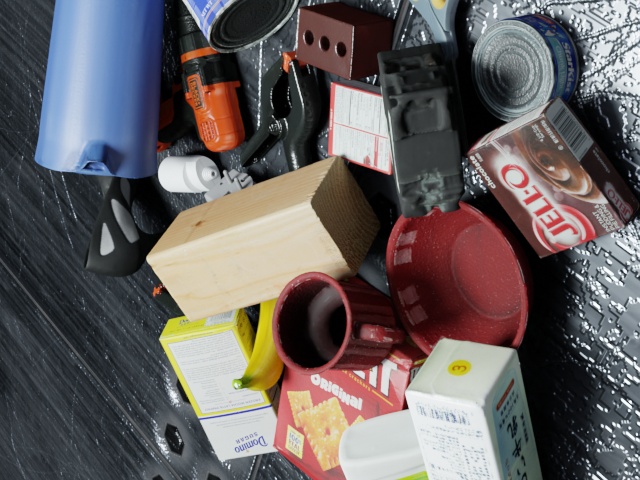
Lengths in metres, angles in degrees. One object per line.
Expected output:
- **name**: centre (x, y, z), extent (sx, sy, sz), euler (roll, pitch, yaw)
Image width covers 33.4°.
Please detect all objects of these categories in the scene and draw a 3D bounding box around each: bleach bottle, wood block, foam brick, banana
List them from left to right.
- **wood block**: centre (-0.057, 0.001, 1.063), extent (0.206, 0.090, 0.090), euler (-17, 117, 33)
- **banana**: centre (-0.053, 0.083, 1.141), extent (0.037, 0.197, 0.069), euler (-1, 146, 14)
- **foam brick**: centre (0.022, -0.187, 0.996), extent (0.078, 0.051, 0.053), euler (28, 124, 40)
- **bleach bottle**: centre (0.103, 0.280, 1.031), extent (0.103, 0.068, 0.251), euler (-16, 118, 14)

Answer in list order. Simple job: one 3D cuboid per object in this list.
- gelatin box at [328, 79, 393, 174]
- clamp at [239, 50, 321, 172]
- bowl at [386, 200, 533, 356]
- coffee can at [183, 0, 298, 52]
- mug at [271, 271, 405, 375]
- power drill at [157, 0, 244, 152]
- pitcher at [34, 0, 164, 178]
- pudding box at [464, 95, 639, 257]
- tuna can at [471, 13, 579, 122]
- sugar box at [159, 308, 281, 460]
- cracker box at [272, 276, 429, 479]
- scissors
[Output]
- **gelatin box**: centre (0.048, -0.109, 1.013), extent (0.089, 0.030, 0.073), euler (22, 118, 43)
- **clamp**: centre (-0.029, -0.110, 1.096), extent (0.120, 0.039, 0.172), euler (41, 138, 24)
- **bowl**: centre (0.133, 0.034, 0.946), extent (0.162, 0.055, 0.162), euler (21, 119, 43)
- **coffee can**: centre (-0.100, -0.274, 1.064), extent (0.140, 0.102, 0.103), euler (58, 139, 16)
- **mug**: centre (0.025, 0.079, 0.974), extent (0.117, 0.081, 0.093), euler (2, 85, 40)
- **power drill**: centre (-0.166, -0.180, 1.212), extent (0.188, 0.057, 0.184), euler (-10, 92, 51)
- **pitcher**: centre (-0.234, -0.196, 1.160), extent (0.149, 0.144, 0.243), euler (18, 107, 34)
- **pudding box**: centre (0.183, -0.048, 0.847), extent (0.113, 0.039, 0.090), euler (53, 140, -8)
- **tuna can**: centre (0.164, -0.139, 0.864), extent (0.086, 0.033, 0.086), euler (21, 119, 43)
- **sugar box**: centre (-0.100, 0.160, 1.187), extent (0.093, 0.048, 0.176), euler (-12, 119, 17)
- **cracker box**: centre (0.037, 0.162, 1.093), extent (0.164, 0.071, 0.214), euler (32, 126, 37)
- **scissors**: centre (0.100, -0.179, 0.934), extent (0.096, 0.016, 0.202), euler (42, 145, 53)
